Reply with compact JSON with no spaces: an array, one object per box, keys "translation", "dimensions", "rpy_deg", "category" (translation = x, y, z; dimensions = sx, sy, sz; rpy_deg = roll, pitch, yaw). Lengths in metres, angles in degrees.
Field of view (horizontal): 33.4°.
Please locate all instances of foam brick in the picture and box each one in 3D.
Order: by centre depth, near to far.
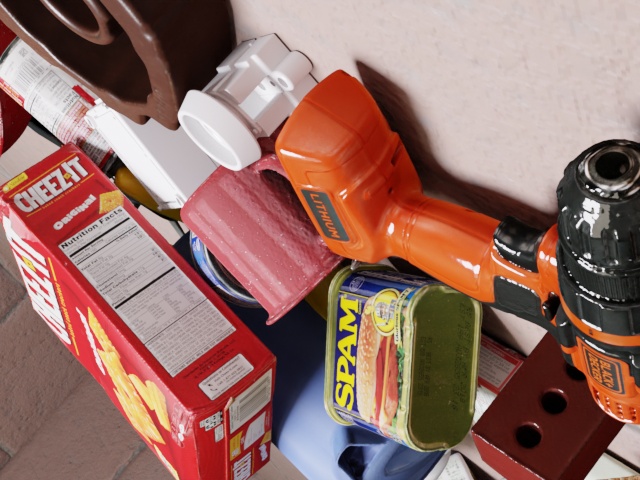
[{"translation":[0.124,0.093,0.558],"dimensions":[0.053,0.078,0.051],"rpy_deg":[32,164,29],"category":"foam brick"}]

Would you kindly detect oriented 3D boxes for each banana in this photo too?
[{"translation":[-0.047,-0.001,0.735],"dimensions":[0.198,0.037,0.069],"rpy_deg":[34,-161,4],"category":"banana"}]

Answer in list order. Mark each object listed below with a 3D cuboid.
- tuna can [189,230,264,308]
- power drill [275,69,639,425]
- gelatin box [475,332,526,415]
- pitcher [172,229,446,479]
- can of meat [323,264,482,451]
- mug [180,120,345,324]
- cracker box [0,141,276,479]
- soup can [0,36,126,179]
[{"translation":[-0.037,-0.001,0.668],"dimensions":[0.086,0.086,0.034],"rpy_deg":[43,163,-9],"category":"tuna can"},{"translation":[0.070,-0.006,0.450],"dimensions":[0.188,0.057,0.184],"rpy_deg":[31,162,33],"category":"power drill"},{"translation":[0.120,0.096,0.666],"dimensions":[0.089,0.030,0.073],"rpy_deg":[31,163,34],"category":"gelatin box"},{"translation":[-0.009,0.088,0.802],"dimensions":[0.243,0.144,0.149],"rpy_deg":[38,153,25],"category":"pitcher"},{"translation":[0.049,0.069,0.639],"dimensions":[0.057,0.102,0.084],"rpy_deg":[0,-175,-32],"category":"can of meat"},{"translation":[-0.021,-0.016,0.587],"dimensions":[0.081,0.093,0.117],"rpy_deg":[46,162,-2],"category":"mug"},{"translation":[-0.123,0.062,0.721],"dimensions":[0.214,0.072,0.164],"rpy_deg":[44,155,22],"category":"cracker box"},{"translation":[-0.164,-0.099,0.733],"dimensions":[0.102,0.068,0.068],"rpy_deg":[42,165,-2],"category":"soup can"}]
